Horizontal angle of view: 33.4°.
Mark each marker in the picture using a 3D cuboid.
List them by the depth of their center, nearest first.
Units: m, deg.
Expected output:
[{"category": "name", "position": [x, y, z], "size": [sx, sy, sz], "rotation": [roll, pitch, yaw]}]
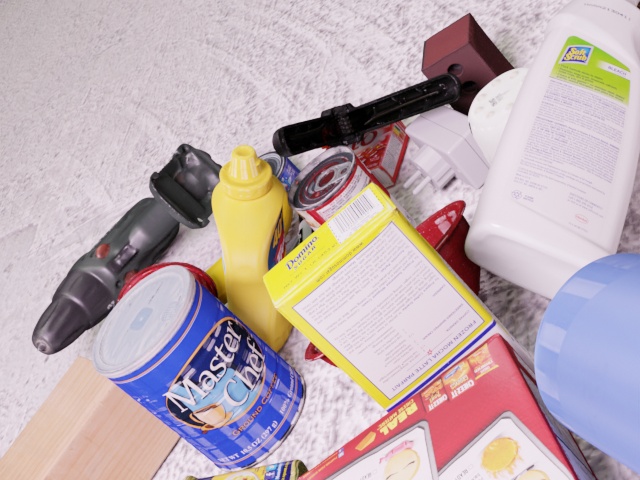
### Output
[{"category": "marker", "position": [-0.011, 0.004, 0.988], "size": [0.020, 0.020, 0.121], "rotation": [-32, 31, 21]}]

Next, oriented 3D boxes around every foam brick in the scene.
[{"category": "foam brick", "position": [0.132, -0.150, 0.946], "size": [0.053, 0.078, 0.051], "rotation": [-29, 33, 30]}]

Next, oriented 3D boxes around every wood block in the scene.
[{"category": "wood block", "position": [-0.221, 0.212, 0.913], "size": [0.090, 0.090, 0.206], "rotation": [6, 56, 54]}]

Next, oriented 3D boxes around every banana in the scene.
[{"category": "banana", "position": [-0.082, 0.017, 1.016], "size": [0.070, 0.037, 0.197], "rotation": [12, 59, 51]}]

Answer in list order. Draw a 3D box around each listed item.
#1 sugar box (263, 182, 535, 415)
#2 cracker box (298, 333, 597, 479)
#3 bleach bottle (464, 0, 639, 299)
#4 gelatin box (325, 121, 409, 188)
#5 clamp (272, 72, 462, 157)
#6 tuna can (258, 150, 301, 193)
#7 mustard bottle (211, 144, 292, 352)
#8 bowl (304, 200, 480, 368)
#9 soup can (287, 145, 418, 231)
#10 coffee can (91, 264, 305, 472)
[{"category": "sugar box", "position": [0.056, 0.056, 0.673], "size": [0.093, 0.176, 0.048], "rotation": [-40, 32, 7]}, {"category": "cracker box", "position": [0.082, 0.176, 0.593], "size": [0.164, 0.072, 0.214], "rotation": [-38, 30, 12]}, {"category": "bleach bottle", "position": [0.186, -0.083, 0.746], "size": [0.068, 0.102, 0.250], "rotation": [107, -173, -64]}, {"category": "gelatin box", "position": [0.037, -0.075, 1.018], "size": [0.089, 0.030, 0.073], "rotation": [-19, 38, 38]}, {"category": "clamp", "position": [0.030, -0.105, 0.945], "size": [0.164, 0.036, 0.210], "rotation": [-18, 4, -5]}, {"category": "tuna can", "position": [-0.059, -0.052, 1.108], "size": [0.086, 0.033, 0.086], "rotation": [-32, 31, 22]}, {"category": "mustard bottle", "position": [-0.055, 0.001, 0.879], "size": [0.058, 0.192, 0.096], "rotation": [2, 44, 6]}, {"category": "bowl", "position": [0.063, 0.045, 0.771], "size": [0.162, 0.055, 0.162], "rotation": [-45, 5, 5]}, {"category": "soup can", "position": [0.031, -0.019, 0.880], "size": [0.069, 0.102, 0.068], "rotation": [-32, 31, 22]}, {"category": "coffee can", "position": [-0.094, 0.102, 0.842], "size": [0.103, 0.140, 0.103], "rotation": [-32, 31, 22]}]
